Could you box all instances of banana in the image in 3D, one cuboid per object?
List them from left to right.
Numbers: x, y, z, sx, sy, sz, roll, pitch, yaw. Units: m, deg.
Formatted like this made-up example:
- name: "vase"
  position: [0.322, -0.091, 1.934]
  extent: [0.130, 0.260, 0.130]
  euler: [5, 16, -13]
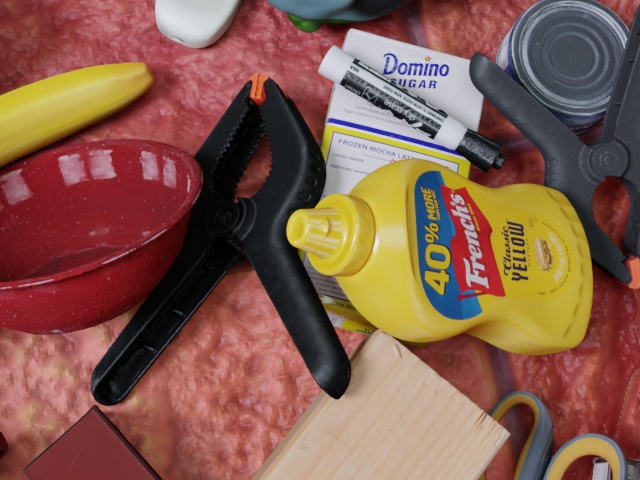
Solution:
- name: "banana"
  position: [-0.183, -0.057, 0.607]
  extent: [0.197, 0.070, 0.037]
  euler: [-37, 126, -40]

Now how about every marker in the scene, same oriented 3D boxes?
- name: "marker"
  position: [0.055, -0.076, 0.625]
  extent: [0.121, 0.020, 0.020]
  euler: [31, 74, 2]

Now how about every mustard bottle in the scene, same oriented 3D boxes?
- name: "mustard bottle"
  position: [0.063, 0.007, 0.567]
  extent: [0.191, 0.058, 0.096]
  euler: [10, 72, -37]

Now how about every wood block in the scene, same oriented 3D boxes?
- name: "wood block"
  position: [-0.004, 0.158, 0.568]
  extent: [0.091, 0.090, 0.206]
  euler: [39, 75, 3]

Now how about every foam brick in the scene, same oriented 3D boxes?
- name: "foam brick"
  position: [-0.114, 0.136, 0.579]
  extent: [0.051, 0.053, 0.078]
  euler: [-41, 84, -15]

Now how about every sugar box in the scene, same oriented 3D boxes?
- name: "sugar box"
  position: [0.040, -0.032, 0.645]
  extent: [0.093, 0.048, 0.176]
  euler: [15, 71, -3]

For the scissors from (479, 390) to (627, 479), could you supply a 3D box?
- name: "scissors"
  position: [0.115, 0.185, 0.595]
  extent: [0.096, 0.016, 0.201]
  euler: [3, 72, 27]

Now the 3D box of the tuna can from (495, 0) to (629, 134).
- name: "tuna can"
  position: [0.158, -0.113, 0.684]
  extent: [0.086, 0.034, 0.086]
  euler: [2, 76, -6]

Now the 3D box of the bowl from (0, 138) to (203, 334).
- name: "bowl"
  position: [-0.138, 0.003, 0.583]
  extent: [0.162, 0.162, 0.055]
  euler: [-17, 119, -11]

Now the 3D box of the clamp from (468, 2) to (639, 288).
- name: "clamp"
  position: [0.175, -0.059, 0.644]
  extent: [0.120, 0.039, 0.171]
  euler: [-25, 101, 7]

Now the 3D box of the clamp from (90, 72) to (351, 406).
- name: "clamp"
  position: [-0.054, 0.001, 0.610]
  extent: [0.165, 0.036, 0.210]
  euler: [-13, 58, 26]
